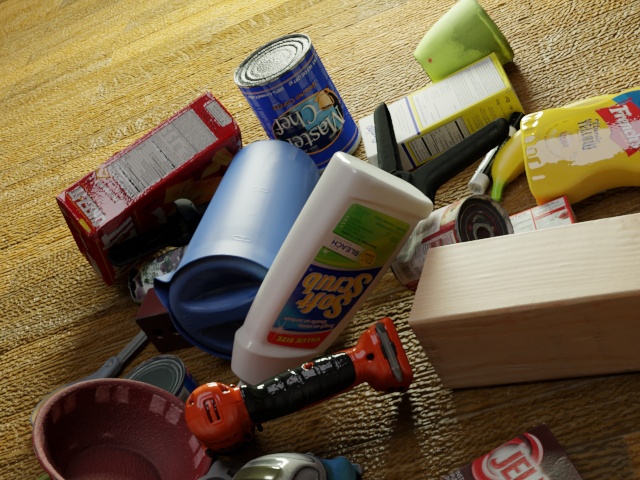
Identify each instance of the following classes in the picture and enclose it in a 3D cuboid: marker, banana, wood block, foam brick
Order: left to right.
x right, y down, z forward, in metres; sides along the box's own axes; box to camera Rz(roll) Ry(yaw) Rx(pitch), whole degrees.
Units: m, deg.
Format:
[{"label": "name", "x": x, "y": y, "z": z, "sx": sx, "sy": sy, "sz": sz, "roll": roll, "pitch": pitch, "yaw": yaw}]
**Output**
[{"label": "foam brick", "x": -0.148, "y": 0.078, "z": 1.137, "sx": 0.078, "sy": 0.053, "sz": 0.051, "roll": -15, "pitch": 36, "yaw": 25}, {"label": "marker", "x": 0.188, "y": -0.094, "z": 1.122, "sx": 0.020, "sy": 0.020, "sz": 0.121, "roll": 1, "pitch": 45, "yaw": 41}, {"label": "wood block", "x": 0.188, "y": 0.051, "z": 0.859, "sx": 0.206, "sy": 0.090, "sz": 0.090, "roll": -10, "pitch": 38, "yaw": 29}, {"label": "banana", "x": 0.250, "y": -0.104, "z": 1.073, "sx": 0.198, "sy": 0.037, "sz": 0.070, "roll": -29, "pitch": 62, "yaw": 10}]

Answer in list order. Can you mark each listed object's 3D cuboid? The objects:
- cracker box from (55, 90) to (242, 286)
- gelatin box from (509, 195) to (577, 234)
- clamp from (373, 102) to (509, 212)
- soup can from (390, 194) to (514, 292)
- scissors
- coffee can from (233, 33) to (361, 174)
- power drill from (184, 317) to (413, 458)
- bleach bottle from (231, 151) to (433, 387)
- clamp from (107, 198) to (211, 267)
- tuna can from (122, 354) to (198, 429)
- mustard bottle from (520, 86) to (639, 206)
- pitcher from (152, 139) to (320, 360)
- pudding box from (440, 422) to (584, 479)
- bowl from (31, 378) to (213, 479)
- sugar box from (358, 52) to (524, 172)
[{"label": "cracker box", "x": -0.188, "y": -0.055, "z": 1.242, "sx": 0.213, "sy": 0.164, "sz": 0.072, "roll": -38, "pitch": 74, "yaw": -15}, {"label": "gelatin box", "x": 0.200, "y": 0.006, "z": 0.966, "sx": 0.073, "sy": 0.030, "sz": 0.089, "roll": -23, "pitch": 34, "yaw": 16}, {"label": "clamp", "x": 0.096, "y": -0.057, "z": 1.101, "sx": 0.165, "sy": 0.036, "sz": 0.210, "roll": 5, "pitch": 60, "yaw": 35}, {"label": "soup can", "x": 0.117, "y": 0.005, "z": 0.973, "sx": 0.102, "sy": 0.068, "sz": 0.068, "roll": -26, "pitch": 25, "yaw": 52}, {"label": "scissors", "x": -0.244, "y": 0.143, "z": 1.164, "sx": 0.096, "sy": 0.016, "sz": 0.201, "roll": -2, "pitch": 42, "yaw": 38}, {"label": "coffee can", "x": -0.026, "y": -0.160, "z": 1.276, "sx": 0.103, "sy": 0.140, "sz": 0.103, "roll": -22, "pitch": 33, "yaw": 15}, {"label": "power drill", "x": -0.018, "y": 0.131, "z": 0.900, "sx": 0.187, "sy": 0.057, "sz": 0.184, "roll": -21, "pitch": -13, "yaw": -5}, {"label": "bleach bottle", "x": -0.003, "y": 0.050, "z": 0.973, "sx": 0.251, "sy": 0.102, "sz": 0.068, "roll": -61, "pitch": 29, "yaw": 12}, {"label": "clamp", "x": -0.150, "y": -0.020, "z": 1.202, "sx": 0.120, "sy": 0.039, "sz": 0.171, "roll": -27, "pitch": -1, "yaw": 33}, {"label": "tuna can", "x": -0.164, "y": 0.157, "z": 1.062, "sx": 0.086, "sy": 0.033, "sz": 0.086, "roll": -22, "pitch": 33, "yaw": 15}, {"label": "mustard bottle", "x": 0.287, "y": -0.094, "z": 0.993, "sx": 0.192, "sy": 0.058, "sz": 0.096, "roll": -13, "pitch": 57, "yaw": 20}, {"label": "pitcher", "x": -0.057, "y": 0.001, "z": 1.113, "sx": 0.145, "sy": 0.149, "sz": 0.242, "roll": -32, "pitch": 25, "yaw": 30}, {"label": "pudding box", "x": 0.146, "y": 0.191, "z": 0.750, "sx": 0.090, "sy": 0.039, "sz": 0.113, "roll": -30, "pitch": 32, "yaw": 1}, {"label": "bowl", "x": -0.180, "y": 0.197, "z": 0.958, "sx": 0.162, "sy": 0.055, "sz": 0.162, "roll": 13, "pitch": 31, "yaw": -8}, {"label": "sugar box", "x": 0.133, "y": -0.138, "z": 1.204, "sx": 0.176, "sy": 0.048, "sz": 0.093, "roll": -27, "pitch": 32, "yaw": 13}]
